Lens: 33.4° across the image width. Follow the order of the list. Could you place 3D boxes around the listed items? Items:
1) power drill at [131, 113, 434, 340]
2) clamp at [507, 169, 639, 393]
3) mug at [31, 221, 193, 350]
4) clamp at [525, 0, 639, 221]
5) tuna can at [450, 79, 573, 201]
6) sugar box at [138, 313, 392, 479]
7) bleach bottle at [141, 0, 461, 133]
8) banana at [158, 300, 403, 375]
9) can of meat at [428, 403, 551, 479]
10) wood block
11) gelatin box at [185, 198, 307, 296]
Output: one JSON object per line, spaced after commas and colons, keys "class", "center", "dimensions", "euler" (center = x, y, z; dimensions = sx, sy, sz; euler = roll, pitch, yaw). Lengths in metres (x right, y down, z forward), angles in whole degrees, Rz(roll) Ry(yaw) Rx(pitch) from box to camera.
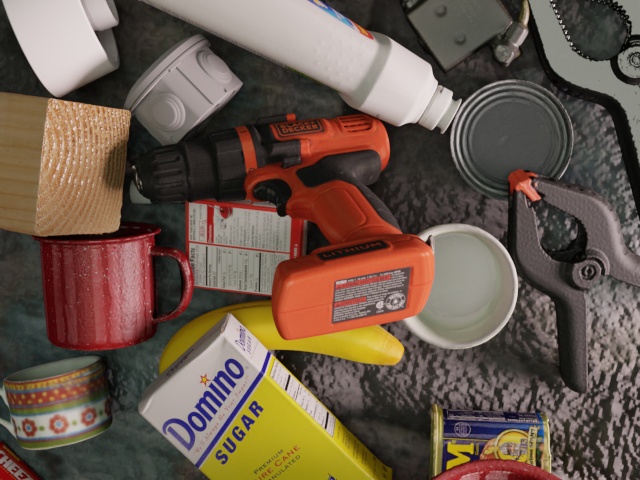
{"class": "power drill", "center": [-0.020, -0.018, 0.703], "dimensions": [0.184, 0.188, 0.057], "euler": [-11, 131, -14]}
{"class": "clamp", "center": [0.195, 0.016, 0.749], "dimensions": [0.120, 0.039, 0.171], "euler": [-30, 109, 1]}
{"class": "mug", "center": [-0.150, 0.033, 0.785], "dimensions": [0.117, 0.093, 0.081], "euler": [-1, 99, 6]}
{"class": "clamp", "center": [0.230, -0.129, 0.747], "dimensions": [0.164, 0.036, 0.210], "euler": [-42, 88, 9]}
{"class": "tuna can", "center": [0.136, -0.071, 0.765], "dimensions": [0.086, 0.033, 0.086], "euler": [1, 95, 7]}
{"class": "sugar box", "center": [-0.039, 0.147, 0.780], "dimensions": [0.176, 0.048, 0.093], "euler": [44, 106, -11]}
{"class": "bleach bottle", "center": [-0.017, -0.148, 0.757], "dimensions": [0.251, 0.102, 0.068], "euler": [28, 102, -3]}
{"class": "banana", "center": [-0.040, 0.077, 0.801], "dimensions": [0.198, 0.037, 0.069], "euler": [-12, 111, 9]}
{"class": "can of meat", "center": [0.121, 0.173, 0.776], "dimensions": [0.084, 0.057, 0.102], "euler": [2, 95, 4]}
{"class": "wood block", "center": [-0.248, -0.063, 0.757], "dimensions": [0.206, 0.090, 0.090], "euler": [10, 96, 25]}
{"class": "gelatin box", "center": [-0.055, 0.001, 0.788], "dimensions": [0.089, 0.030, 0.073], "euler": [7, 116, 7]}
